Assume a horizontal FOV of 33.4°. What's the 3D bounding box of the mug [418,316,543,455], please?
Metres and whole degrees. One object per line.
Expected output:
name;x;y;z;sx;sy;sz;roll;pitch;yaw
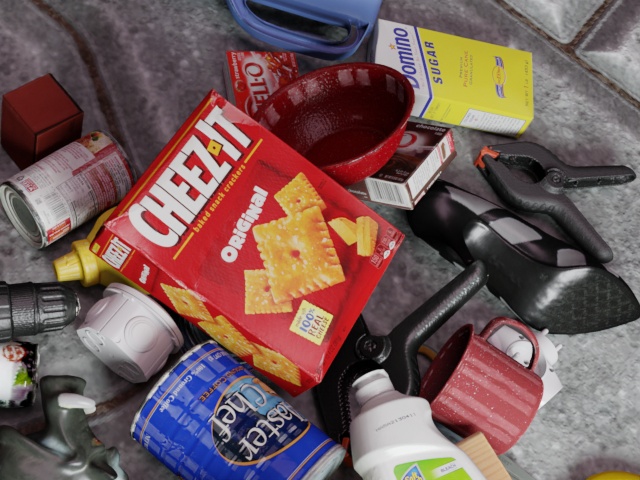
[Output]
mug;0.145;0.122;0.923;0.081;0.093;0.117;33;90;-4

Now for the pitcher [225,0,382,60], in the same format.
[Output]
pitcher;-0.047;-0.294;1.110;0.242;0.145;0.149;12;33;-6

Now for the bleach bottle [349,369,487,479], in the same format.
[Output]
bleach bottle;0.099;0.208;0.799;0.102;0.068;0.251;-17;64;-25

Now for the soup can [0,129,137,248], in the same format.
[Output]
soup can;-0.223;-0.046;0.947;0.102;0.069;0.068;-35;76;-29

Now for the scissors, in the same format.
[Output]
scissors;0.135;0.160;0.969;0.201;0.016;0.096;24;58;-3

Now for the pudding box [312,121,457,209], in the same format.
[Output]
pudding box;0.062;-0.079;1.037;0.114;0.039;0.090;16;51;34

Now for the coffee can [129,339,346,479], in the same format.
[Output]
coffee can;-0.065;0.162;0.847;0.140;0.103;0.102;38;58;15

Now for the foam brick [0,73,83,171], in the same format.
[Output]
foam brick;-0.252;-0.101;0.964;0.052;0.078;0.051;-35;76;-32

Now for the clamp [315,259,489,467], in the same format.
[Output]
clamp;0.059;0.095;0.939;0.165;0.036;0.210;-1;61;23

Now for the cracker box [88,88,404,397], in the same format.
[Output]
cracker box;-0.056;0.001;0.893;0.213;0.072;0.164;37;61;-7

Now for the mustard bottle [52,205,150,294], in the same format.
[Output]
mustard bottle;-0.142;0.002;0.948;0.191;0.058;0.096;-16;50;-23

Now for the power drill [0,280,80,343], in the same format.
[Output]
power drill;-0.300;0.012;0.865;0.184;0.057;0.188;-4;42;-23

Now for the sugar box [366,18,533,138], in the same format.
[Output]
sugar box;0.137;-0.173;1.139;0.176;0.048;0.093;11;59;-12

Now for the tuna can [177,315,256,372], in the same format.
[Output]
tuna can;-0.082;0.077;0.940;0.086;0.034;0.086;7;60;-13

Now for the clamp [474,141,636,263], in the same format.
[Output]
clamp;0.248;-0.061;1.113;0.171;0.039;0.120;33;56;3

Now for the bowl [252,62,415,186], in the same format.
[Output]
bowl;0.016;-0.099;1.005;0.162;0.055;0.162;-12;41;11

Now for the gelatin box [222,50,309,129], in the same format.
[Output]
gelatin box;-0.056;-0.148;1.076;0.073;0.030;0.089;-2;62;-18
